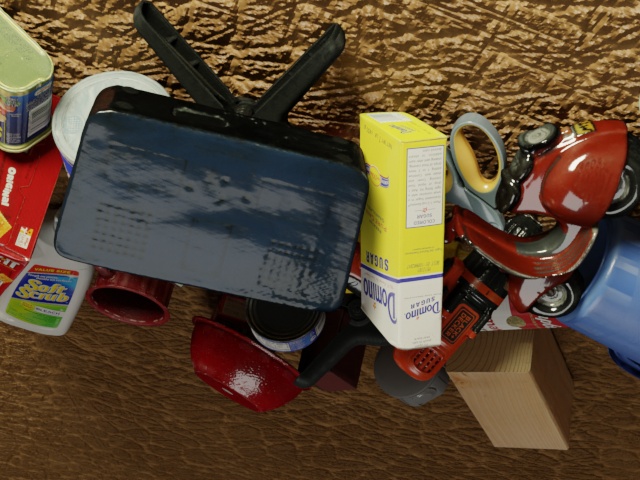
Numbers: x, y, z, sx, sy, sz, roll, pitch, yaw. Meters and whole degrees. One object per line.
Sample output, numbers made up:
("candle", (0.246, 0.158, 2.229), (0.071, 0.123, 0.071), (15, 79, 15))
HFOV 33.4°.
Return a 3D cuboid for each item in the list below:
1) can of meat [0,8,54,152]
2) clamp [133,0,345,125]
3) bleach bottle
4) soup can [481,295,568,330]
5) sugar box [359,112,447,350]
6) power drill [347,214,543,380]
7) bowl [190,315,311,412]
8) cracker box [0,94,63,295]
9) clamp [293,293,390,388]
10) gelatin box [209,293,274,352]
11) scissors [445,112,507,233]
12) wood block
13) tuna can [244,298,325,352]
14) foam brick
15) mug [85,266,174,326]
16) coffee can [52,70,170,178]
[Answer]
("can of meat", (-0.265, -0.136, 0.877), (0.102, 0.057, 0.084), (43, 149, 9))
("clamp", (-0.072, -0.103, 0.868), (0.164, 0.036, 0.210), (14, 136, 4))
("bleach bottle", (-0.309, 0.028, 1.210), (0.102, 0.068, 0.251), (19, 148, -11))
("soup can", (0.196, 0.053, 1.036), (0.102, 0.068, 0.068), (-6, 146, 32))
("sugar box", (0.064, -0.009, 0.864), (0.048, 0.093, 0.176), (-5, 111, -16))
("power drill", (0.085, 0.012, 0.959), (0.187, 0.184, 0.057), (37, -174, -14))
("bowl", (-0.093, 0.152, 1.230), (0.162, 0.055, 0.162), (29, 164, 9))
("cracker box", (-0.309, -0.029, 1.002), (0.072, 0.164, 0.214), (23, 150, -22))
("clamp", (0.031, 0.069, 1.113), (0.171, 0.120, 0.039), (-23, 172, -6))
("gelatin box", (-0.086, 0.102, 1.278), (0.089, 0.030, 0.073), (18, 151, -9))
("scissors", (0.129, -0.020, 0.917), (0.096, 0.016, 0.202), (1, 128, 24))
("wood block", (0.214, 0.150, 1.178), (0.091, 0.090, 0.206), (-2, 147, 25))
("tuna can", (-0.037, 0.077, 1.158), (0.086, 0.086, 0.034), (7, 152, 12))
("foam brick", (0.015, 0.128, 1.235), (0.053, 0.078, 0.051), (-11, 143, 41))
("mug", (-0.204, 0.031, 1.148), (0.093, 0.081, 0.117), (-6, 146, 31))
("coffee can", (-0.172, -0.066, 0.941), (0.103, 0.102, 0.140), (11, 151, 5))
